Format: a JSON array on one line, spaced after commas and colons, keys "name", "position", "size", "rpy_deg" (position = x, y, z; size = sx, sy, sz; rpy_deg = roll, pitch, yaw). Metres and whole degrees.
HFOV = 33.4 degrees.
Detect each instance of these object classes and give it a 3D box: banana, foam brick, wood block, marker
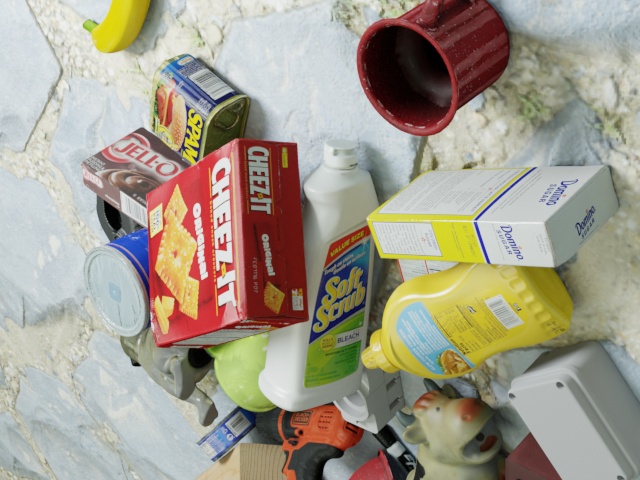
[{"name": "banana", "position": [-0.201, -0.243, 1.071], "size": [0.069, 0.037, 0.198], "rpy_deg": [50, 144, 3]}, {"name": "foam brick", "position": [0.216, 0.219, 0.978], "size": [0.078, 0.051, 0.053], "rpy_deg": [22, 134, 36]}, {"name": "wood block", "position": [-0.097, 0.331, 1.363], "size": [0.206, 0.090, 0.090], "rpy_deg": [134, 139, -54]}, {"name": "marker", "position": [0.098, 0.248, 1.163], "size": [0.121, 0.020, 0.020], "rpy_deg": [50, 144, 4]}]

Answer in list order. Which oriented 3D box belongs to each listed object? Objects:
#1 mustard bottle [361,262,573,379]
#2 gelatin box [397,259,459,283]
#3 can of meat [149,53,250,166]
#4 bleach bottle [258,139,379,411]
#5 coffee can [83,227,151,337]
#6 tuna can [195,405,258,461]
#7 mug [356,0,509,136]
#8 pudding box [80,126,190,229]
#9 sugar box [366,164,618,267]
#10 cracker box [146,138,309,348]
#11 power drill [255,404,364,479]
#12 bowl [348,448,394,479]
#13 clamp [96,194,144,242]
[{"name": "mustard bottle", "position": [0.111, 0.069, 0.912], "size": [0.192, 0.058, 0.096], "rpy_deg": [-30, 110, 33]}, {"name": "gelatin box", "position": [0.109, 0.030, 0.960], "size": [0.073, 0.030, 0.089], "rpy_deg": [9, 126, 42]}, {"name": "can of meat", "position": [-0.124, -0.125, 1.068], "size": [0.084, 0.057, 0.102], "rpy_deg": [41, 143, 20]}, {"name": "bleach bottle", "position": [0.001, 0.030, 0.992], "size": [0.068, 0.102, 0.251], "rpy_deg": [33, 126, 47]}, {"name": "coffee can", "position": [-0.172, 0.031, 1.167], "size": [0.103, 0.140, 0.103], "rpy_deg": [22, 124, 36]}, {"name": "tuna can", "position": [-0.112, 0.237, 1.332], "size": [0.034, 0.086, 0.086], "rpy_deg": [49, 144, 3]}, {"name": "mug", "position": [0.089, -0.146, 0.791], "size": [0.093, 0.081, 0.117], "rpy_deg": [33, 140, 26]}, {"name": "pudding box", "position": [-0.190, -0.068, 1.161], "size": [0.114, 0.089, 0.039], "rpy_deg": [34, 142, 23]}, {"name": "sugar box", "position": [0.132, -0.020, 0.838], "size": [0.177, 0.093, 0.048], "rpy_deg": [6, 124, 46]}, {"name": "cracker box", "position": [-0.096, 0.010, 1.011], "size": [0.214, 0.072, 0.164], "rpy_deg": [-21, 70, 58]}, {"name": "power drill", "position": [-0.041, 0.270, 1.205], "size": [0.057, 0.187, 0.185], "rpy_deg": [30, 158, -27]}, {"name": "bowl", "position": [0.058, 0.312, 1.156], "size": [0.162, 0.055, 0.162], "rpy_deg": [168, 90, -85]}, {"name": "clamp", "position": [-0.222, 0.000, 1.282], "size": [0.120, 0.039, 0.171], "rpy_deg": [0, 111, 39]}]
